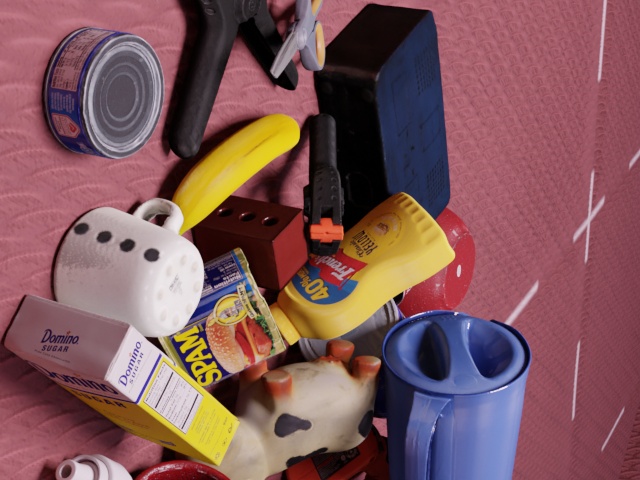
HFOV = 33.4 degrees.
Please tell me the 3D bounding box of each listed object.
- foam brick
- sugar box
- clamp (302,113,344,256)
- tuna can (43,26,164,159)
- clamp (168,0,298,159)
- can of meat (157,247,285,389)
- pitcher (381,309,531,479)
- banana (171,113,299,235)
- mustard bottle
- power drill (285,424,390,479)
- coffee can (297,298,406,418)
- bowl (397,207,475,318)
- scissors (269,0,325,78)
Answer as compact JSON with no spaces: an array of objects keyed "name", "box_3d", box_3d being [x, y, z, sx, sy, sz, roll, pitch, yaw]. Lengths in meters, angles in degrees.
[{"name":"foam brick","box_3d":[-0.056,0.001,0.870,0.052,0.078,0.051,-49,141,-44]},{"name":"sugar box","box_3d":[-0.135,0.102,0.751,0.048,0.093,0.176,-67,150,-18]},{"name":"clamp","box_3d":[0.002,-0.028,0.946,0.171,0.039,0.120,-88,174,-60]},{"name":"tuna can","box_3d":[-0.142,-0.098,0.712,0.086,0.034,0.086,-34,130,-52]},{"name":"clamp","box_3d":[-0.062,-0.182,0.822,0.164,0.036,0.210,-36,136,-53]},{"name":"can of meat","box_3d":[-0.082,0.063,0.827,0.084,0.057,0.102,-25,136,-6]},{"name":"pitcher","box_3d":[0.119,0.201,1.004,0.149,0.145,0.243,-13,121,-18]},{"name":"banana","box_3d":[-0.066,-0.064,0.861,0.197,0.037,0.070,-44,-178,-43]},{"name":"mustard bottle","box_3d":[0.022,0.037,0.981,0.191,0.096,0.058,-35,129,-3]},{"name":"power drill","box_3d":[0.045,0.257,1.136,0.184,0.057,0.187,-41,143,13]},{"name":"coffee can","box_3d":[0.048,0.111,1.083,0.102,0.103,0.140,-67,151,-18]},{"name":"bowl","box_3d":[0.142,0.031,1.273,0.161,0.055,0.162,-32,129,-53]},{"name":"scissors","box_3d":[-0.016,-0.152,0.870,0.201,0.016,0.096,-78,164,-47]}]
